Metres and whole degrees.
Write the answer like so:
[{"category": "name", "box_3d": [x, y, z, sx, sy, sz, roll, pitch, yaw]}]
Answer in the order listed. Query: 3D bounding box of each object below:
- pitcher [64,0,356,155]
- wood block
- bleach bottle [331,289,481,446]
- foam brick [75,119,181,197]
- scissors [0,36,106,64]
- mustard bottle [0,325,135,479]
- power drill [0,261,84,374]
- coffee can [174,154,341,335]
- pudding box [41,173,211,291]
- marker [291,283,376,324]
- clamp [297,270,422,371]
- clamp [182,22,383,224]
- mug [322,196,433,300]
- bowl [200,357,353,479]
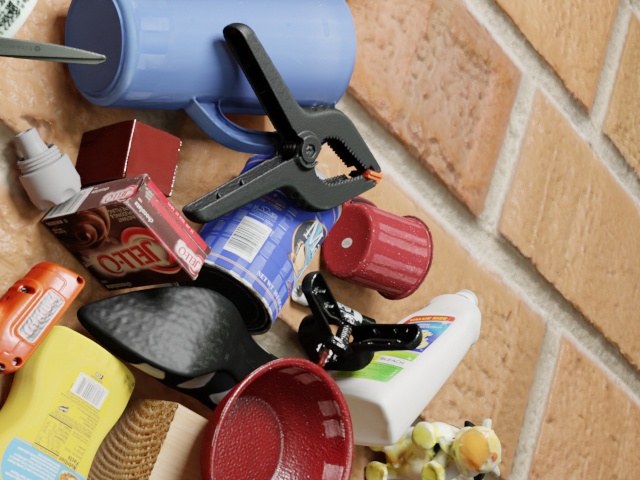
[{"category": "pitcher", "box_3d": [-0.092, -0.162, 0.936, 0.242, 0.149, 0.145, -8, 120, -42]}, {"category": "wood block", "box_3d": [-0.095, 0.220, 0.932, 0.205, 0.090, 0.090, 38, 61, -38]}, {"category": "bleach bottle", "box_3d": [0.096, 0.123, 1.144, 0.250, 0.103, 0.068, -40, 123, -47]}, {"category": "foam brick", "box_3d": [-0.162, -0.064, 0.893, 0.051, 0.078, 0.053, 22, 71, -41]}, {"category": "scissors", "box_3d": [-0.267, -0.127, 0.773, 0.201, 0.016, 0.096, 19, 108, -25]}, {"category": "mustard bottle", "box_3d": [-0.221, 0.169, 0.828, 0.096, 0.058, 0.191, 46, 56, -40]}, {"category": "power drill", "box_3d": [-0.266, -0.005, 0.799, 0.187, 0.057, 0.184, 50, 56, -28]}, {"category": "coffee can", "box_3d": [-0.056, 0.001, 0.978, 0.102, 0.103, 0.140, 52, 53, -30]}, {"category": "pudding box", "box_3d": [-0.157, -0.004, 0.867, 0.090, 0.114, 0.039, 53, 50, -29]}, {"category": "marker", "box_3d": [0.017, 0.073, 1.109, 0.121, 0.020, 0.020, 28, 68, -41]}, {"category": "clamp", "box_3d": [0.031, 0.092, 1.021, 0.120, 0.171, 0.039, 30, 66, 9]}, {"category": "clamp", "box_3d": [-0.023, -0.088, 0.914, 0.209, 0.036, 0.164, 6, 93, -45]}, {"category": "mug", "box_3d": [0.054, -0.001, 1.113, 0.081, 0.093, 0.117, 18, 43, -39]}, {"category": "bowl", "box_3d": [-0.045, 0.175, 0.878, 0.161, 0.055, 0.162, 0, 90, -45]}]
